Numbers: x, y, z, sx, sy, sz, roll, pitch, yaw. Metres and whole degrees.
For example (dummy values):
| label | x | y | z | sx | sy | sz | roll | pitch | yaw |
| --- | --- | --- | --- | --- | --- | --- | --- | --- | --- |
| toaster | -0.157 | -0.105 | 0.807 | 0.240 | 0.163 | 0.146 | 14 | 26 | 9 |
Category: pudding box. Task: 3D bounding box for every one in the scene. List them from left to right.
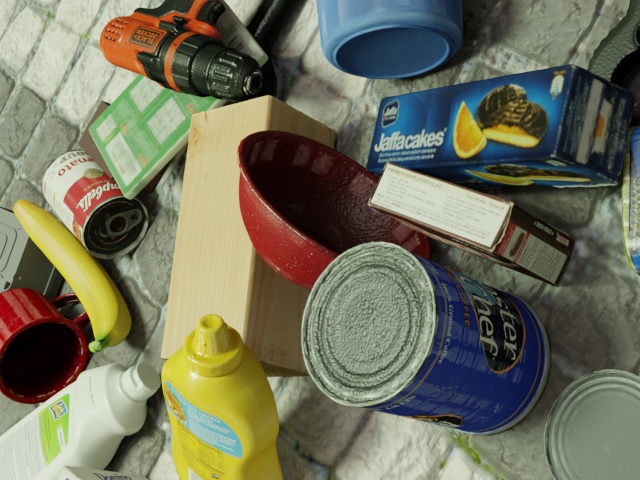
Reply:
| label | x | y | z | sx | sy | sz | roll | pitch | yaw |
| --- | --- | --- | --- | --- | --- | --- | --- | --- | --- |
| pudding box | 0.102 | -0.012 | 0.728 | 0.114 | 0.089 | 0.039 | 20 | 89 | 43 |

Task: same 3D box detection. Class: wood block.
| label | x | y | z | sx | sy | sz | roll | pitch | yaw |
| --- | --- | --- | --- | --- | --- | --- | --- | --- | --- |
| wood block | -0.055 | 0.001 | 0.862 | 0.091 | 0.090 | 0.206 | -8 | 70 | 39 |

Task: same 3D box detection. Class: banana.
| label | x | y | z | sx | sy | sz | roll | pitch | yaw |
| --- | --- | --- | --- | --- | --- | --- | --- | --- | --- |
| banana | -0.227 | 0.034 | 1.011 | 0.037 | 0.069 | 0.198 | -41 | 58 | 3 |

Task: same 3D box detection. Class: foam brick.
| label | x | y | z | sx | sy | sz | roll | pitch | yaw |
| --- | --- | --- | --- | --- | --- | --- | --- | --- | --- |
| foam brick | -0.188 | -0.091 | 1.035 | 0.078 | 0.051 | 0.053 | 40 | 103 | 42 |

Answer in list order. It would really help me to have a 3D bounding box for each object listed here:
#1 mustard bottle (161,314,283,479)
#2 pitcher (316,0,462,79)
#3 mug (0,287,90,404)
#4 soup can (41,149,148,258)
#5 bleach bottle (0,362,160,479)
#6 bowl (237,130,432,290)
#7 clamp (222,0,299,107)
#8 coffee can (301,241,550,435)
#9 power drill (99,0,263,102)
| label | x | y | z | sx | sy | sz | roll | pitch | yaw |
| --- | --- | --- | --- | --- | --- | --- | --- | --- | --- |
| mustard bottle | -0.073 | 0.127 | 0.778 | 0.096 | 0.058 | 0.192 | 31 | 141 | 31 |
| pitcher | 0.060 | -0.257 | 0.835 | 0.149 | 0.144 | 0.243 | -23 | 64 | 50 |
| mug | -0.273 | 0.090 | 1.032 | 0.117 | 0.093 | 0.082 | -38 | 41 | -14 |
| soup can | -0.219 | -0.037 | 1.032 | 0.102 | 0.068 | 0.068 | 42 | 104 | 41 |
| bleach bottle | -0.238 | 0.196 | 0.975 | 0.251 | 0.068 | 0.102 | -38 | 54 | 23 |
| bowl | 0.000 | -0.010 | 0.777 | 0.055 | 0.161 | 0.162 | -57 | 47 | 26 |
| clamp | -0.068 | -0.167 | 0.967 | 0.165 | 0.036 | 0.210 | -16 | 64 | 35 |
| coffee can | 0.071 | 0.067 | 0.694 | 0.103 | 0.140 | 0.103 | -15 | 66 | 37 |
| power drill | -0.084 | -0.209 | 0.916 | 0.185 | 0.057 | 0.187 | 23 | 74 | 35 |
